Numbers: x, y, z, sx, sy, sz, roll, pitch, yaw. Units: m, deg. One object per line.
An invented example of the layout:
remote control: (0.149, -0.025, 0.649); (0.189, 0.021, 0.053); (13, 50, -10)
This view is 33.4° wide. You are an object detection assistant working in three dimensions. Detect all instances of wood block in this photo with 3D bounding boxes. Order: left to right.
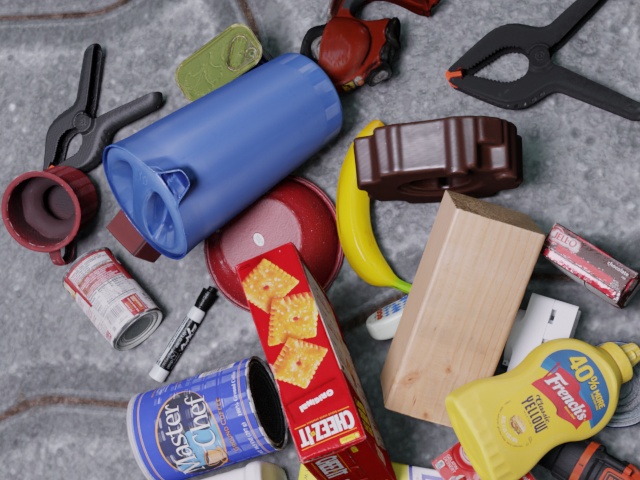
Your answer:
wood block: (0.134, 0.067, 1.036); (0.090, 0.091, 0.206); (17, 103, -5)

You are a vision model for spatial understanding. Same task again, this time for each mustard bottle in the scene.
mustard bottle: (0.219, 0.146, 0.997); (0.191, 0.058, 0.096); (-26, 89, -14)

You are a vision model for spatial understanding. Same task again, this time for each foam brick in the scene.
foam brick: (-0.194, -0.022, 1.216); (0.051, 0.053, 0.078); (40, 91, 20)

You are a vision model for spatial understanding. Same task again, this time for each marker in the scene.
marker: (-0.152, 0.104, 1.196); (0.020, 0.020, 0.121); (32, 90, 20)

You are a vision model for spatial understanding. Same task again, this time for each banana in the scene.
banana: (0.050, -0.033, 1.156); (0.069, 0.037, 0.198); (-6, 79, -15)

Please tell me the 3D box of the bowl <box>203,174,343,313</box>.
bowl: (-0.058, 0.001, 1.160); (0.162, 0.055, 0.162); (-1, 84, 13)

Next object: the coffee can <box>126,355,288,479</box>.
coffee can: (-0.118, 0.191, 1.124); (0.140, 0.102, 0.103); (-19, 74, 12)

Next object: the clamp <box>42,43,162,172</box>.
clamp: (-0.265, -0.138, 1.269); (0.120, 0.039, 0.171); (30, 95, 24)

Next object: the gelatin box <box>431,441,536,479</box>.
gelatin box: (0.161, 0.228, 1.023); (0.073, 0.030, 0.089); (-37, 62, 6)

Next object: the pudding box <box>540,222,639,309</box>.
pudding box: (0.263, 0.026, 1.035); (0.090, 0.113, 0.039); (36, 94, 20)

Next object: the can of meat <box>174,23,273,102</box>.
can of meat: (-0.101, -0.186, 1.203); (0.102, 0.084, 0.057); (-36, 71, 8)

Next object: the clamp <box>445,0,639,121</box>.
clamp: (0.237, -0.200, 1.128); (0.210, 0.036, 0.164); (-2, 79, 17)

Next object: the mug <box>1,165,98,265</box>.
mug: (-0.304, -0.029, 1.229); (0.093, 0.081, 0.117); (-9, 102, 10)

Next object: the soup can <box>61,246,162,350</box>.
soup can: (-0.234, 0.066, 1.203); (0.068, 0.068, 0.102); (-45, 71, 4)

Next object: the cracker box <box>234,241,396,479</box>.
cracker box: (-0.005, 0.132, 1.043); (0.072, 0.164, 0.214); (-23, 60, 4)

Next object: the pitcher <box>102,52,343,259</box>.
pitcher: (-0.100, -0.095, 1.121); (0.242, 0.145, 0.149); (-36, 51, -27)
